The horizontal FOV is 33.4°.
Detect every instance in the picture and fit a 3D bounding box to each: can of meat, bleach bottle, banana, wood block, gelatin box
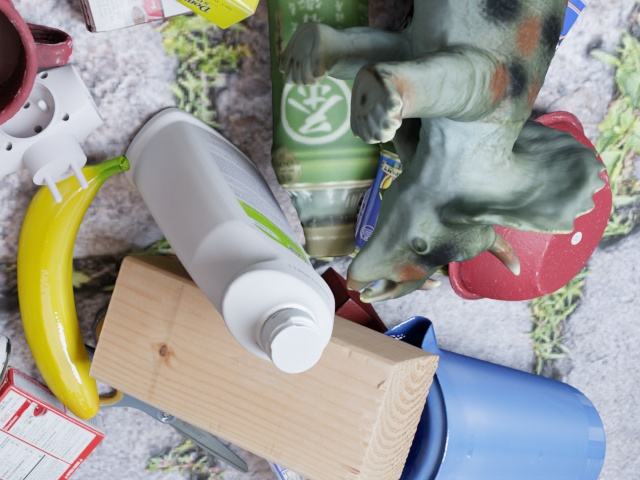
[{"bbox_3d":[0.071,-0.026,0.797,0.102,0.057,0.084,10,108,-23],"label":"can of meat"},{"bbox_3d":[-0.054,0.001,0.656,0.102,0.251,0.068,34,100,-28],"label":"bleach bottle"},{"bbox_3d":[-0.179,0.031,0.740,0.070,0.037,0.198,16,110,18],"label":"banana"},{"bbox_3d":[-0.039,0.085,0.716,0.090,0.206,0.091,5,104,-66],"label":"wood block"},{"bbox_3d":[-0.219,0.146,0.800,0.089,0.030,0.073,36,101,-28],"label":"gelatin box"}]

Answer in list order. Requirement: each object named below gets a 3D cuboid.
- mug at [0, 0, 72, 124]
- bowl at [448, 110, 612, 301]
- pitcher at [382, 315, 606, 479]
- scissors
[{"bbox_3d":[-0.209,-0.120,0.644,0.117,0.081,0.093,-5,118,-18],"label":"mug"},{"bbox_3d":[0.168,-0.012,0.794,0.161,0.055,0.162,-33,142,-31],"label":"bowl"},{"bbox_3d":[0.112,0.162,0.829,0.242,0.145,0.149,15,136,-43],"label":"pitcher"},{"bbox_3d":[-0.116,0.113,0.826,0.201,0.016,0.096,27,104,-27],"label":"scissors"}]
